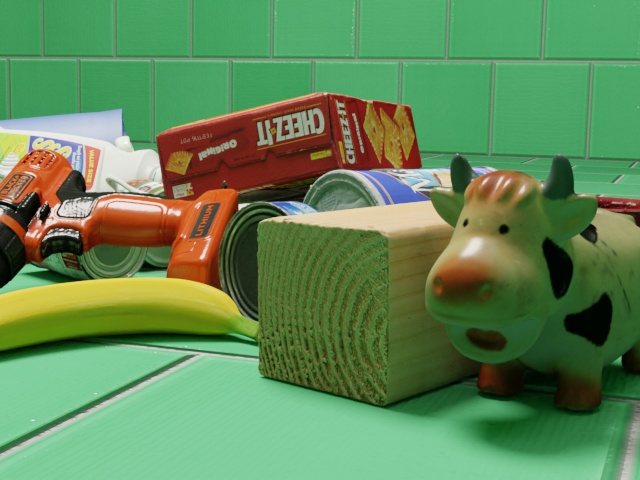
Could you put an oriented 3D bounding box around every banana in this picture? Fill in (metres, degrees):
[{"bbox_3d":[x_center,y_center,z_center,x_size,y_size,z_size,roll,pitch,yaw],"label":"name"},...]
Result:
[{"bbox_3d":[-0.135,0.044,0.653,0.197,0.037,0.070,-2,7,-21],"label":"banana"}]

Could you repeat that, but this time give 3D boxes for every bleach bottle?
[{"bbox_3d":[-0.243,-0.065,1.055,0.251,0.102,0.068,2,-35,27],"label":"bleach bottle"}]

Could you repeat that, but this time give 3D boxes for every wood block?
[{"bbox_3d":[0.066,0.026,0.629,0.091,0.090,0.205,7,10,41],"label":"wood block"}]

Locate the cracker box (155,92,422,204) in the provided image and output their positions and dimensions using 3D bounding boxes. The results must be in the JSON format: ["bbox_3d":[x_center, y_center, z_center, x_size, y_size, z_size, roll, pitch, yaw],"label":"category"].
[{"bbox_3d":[-0.021,-0.079,0.952,0.164,0.072,0.213,-11,-1,23],"label":"cracker box"}]

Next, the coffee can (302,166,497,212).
[{"bbox_3d":[0.069,-0.002,0.777,0.140,0.103,0.103,-4,10,-36],"label":"coffee can"}]

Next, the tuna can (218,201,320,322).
[{"bbox_3d":[-0.026,0.017,0.692,0.086,0.086,0.033,9,10,44],"label":"tuna can"}]

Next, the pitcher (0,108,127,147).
[{"bbox_3d":[-0.336,-0.075,1.213,0.242,0.145,0.149,-4,-13,-9],"label":"pitcher"}]

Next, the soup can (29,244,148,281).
[{"bbox_3d":[-0.198,-0.003,0.880,0.068,0.068,0.102,-6,12,-43],"label":"soup can"}]

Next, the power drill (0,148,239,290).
[{"bbox_3d":[-0.160,0.003,0.749,0.188,0.057,0.184,10,38,6],"label":"power drill"}]
